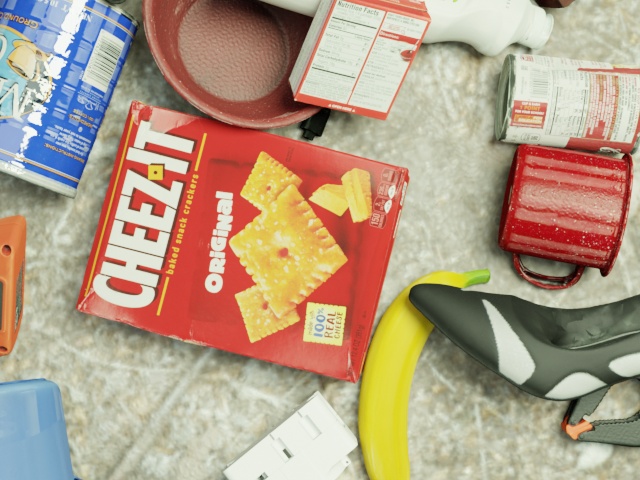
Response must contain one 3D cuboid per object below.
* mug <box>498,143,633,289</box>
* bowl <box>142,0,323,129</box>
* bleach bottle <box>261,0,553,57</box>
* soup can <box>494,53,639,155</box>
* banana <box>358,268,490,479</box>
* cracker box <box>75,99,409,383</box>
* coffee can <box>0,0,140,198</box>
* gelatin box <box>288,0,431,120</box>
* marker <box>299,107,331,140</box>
[{"bbox_3d":[0.177,-0.016,0.793,0.081,0.093,0.117,11,123,6],"label":"mug"},{"bbox_3d":[-0.058,-0.154,0.799,0.162,0.055,0.162,4,78,-19],"label":"bowl"},{"bbox_3d":[0.057,-0.188,0.783,0.250,0.068,0.102,17,71,-18],"label":"bleach bottle"},{"bbox_3d":[0.187,-0.102,0.800,0.102,0.068,0.068,6,87,2],"label":"soup can"},{"bbox_3d":[0.066,0.102,0.806,0.069,0.037,0.198,21,87,3],"label":"banana"},{"bbox_3d":[-0.055,0.001,0.797,0.213,0.072,0.164,14,87,2],"label":"cracker box"},{"bbox_3d":[-0.206,-0.114,0.789,0.103,0.103,0.140,20,87,2],"label":"coffee can"},{"bbox_3d":[0.027,-0.134,0.750,0.073,0.030,0.089,10,127,-21],"label":"gelatin box"},{"bbox_3d":[0.015,-0.134,0.829,0.020,0.020,0.121,24,87,2],"label":"marker"}]
